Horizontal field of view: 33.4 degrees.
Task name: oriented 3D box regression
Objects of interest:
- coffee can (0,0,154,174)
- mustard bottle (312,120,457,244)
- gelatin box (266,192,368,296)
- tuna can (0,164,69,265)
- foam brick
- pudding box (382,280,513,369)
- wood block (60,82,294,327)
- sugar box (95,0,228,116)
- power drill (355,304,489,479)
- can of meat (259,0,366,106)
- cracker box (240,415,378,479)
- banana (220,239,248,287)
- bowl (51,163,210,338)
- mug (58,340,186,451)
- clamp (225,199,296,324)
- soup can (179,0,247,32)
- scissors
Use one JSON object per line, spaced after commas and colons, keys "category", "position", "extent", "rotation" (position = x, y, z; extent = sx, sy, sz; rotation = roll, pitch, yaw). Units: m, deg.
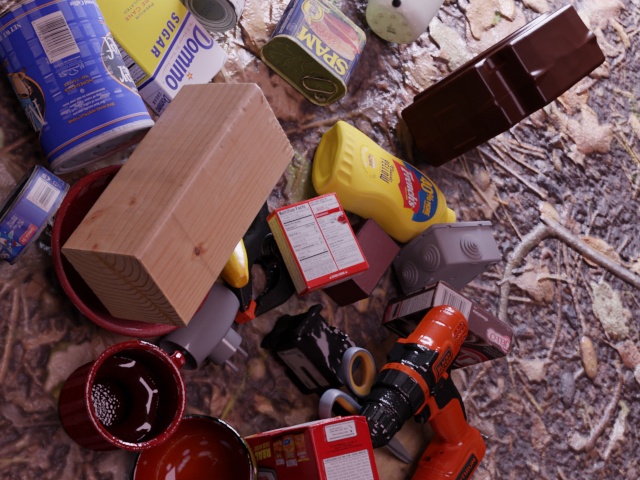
{"category": "coffee can", "position": [-0.225, -0.144, 0.967], "extent": [0.102, 0.103, 0.140], "rotation": [-26, 91, -38]}
{"category": "mustard bottle", "position": [0.081, -0.049, 1.180], "extent": [0.191, 0.058, 0.096], "rotation": [30, 43, -26]}
{"category": "gelatin box", "position": [-0.004, 0.003, 1.068], "extent": [0.073, 0.030, 0.089], "rotation": [-18, 77, -28]}
{"category": "tuna can", "position": [-0.255, -0.023, 0.919], "extent": [0.033, 0.086, 0.086], "rotation": [37, 58, -19]}
{"category": "foam brick", "position": [0.038, 0.023, 1.132], "extent": [0.051, 0.053, 0.078], "rotation": [47, 55, -14]}
{"category": "pudding box", "position": [0.138, 0.094, 1.158], "extent": [0.113, 0.090, 0.039], "rotation": [35, 56, -21]}
{"category": "wood block", "position": [-0.118, -0.036, 0.930], "extent": [0.206, 0.090, 0.090], "rotation": [-60, 138, -32]}
{"category": "sugar box", "position": [-0.180, -0.214, 1.057], "extent": [0.176, 0.048, 0.093], "rotation": [45, 55, -14]}
{"category": "power drill", "position": [0.105, 0.185, 1.073], "extent": [0.184, 0.057, 0.187], "rotation": [-47, 135, -36]}
{"category": "can of meat", "position": [-0.005, -0.213, 1.174], "extent": [0.102, 0.058, 0.084], "rotation": [38, 55, -21]}
{"category": "cracker box", "position": [-0.005, 0.272, 0.954], "extent": [0.071, 0.164, 0.214], "rotation": [-6, 79, -35]}
{"category": "banana", "position": [-0.096, -0.042, 1.046], "extent": [0.037, 0.070, 0.198], "rotation": [5, 69, -22]}
{"category": "bowl", "position": [-0.179, 0.014, 0.980], "extent": [0.161, 0.055, 0.162], "rotation": [11, 69, -32]}
{"category": "mug", "position": [-0.169, 0.133, 0.934], "extent": [0.117, 0.082, 0.093], "rotation": [-40, 100, -36]}
{"category": "clamp", "position": [-0.057, 0.001, 1.083], "extent": [0.120, 0.039, 0.171], "rotation": [35, 55, -9]}
{"category": "soup can", "position": [-0.101, -0.278, 1.118], "extent": [0.068, 0.069, 0.102], "rotation": [33, 60, -23]}
{"category": "scissors", "position": [0.057, 0.165, 1.064], "extent": [0.201, 0.016, 0.096], "rotation": [29, 71, -56]}
